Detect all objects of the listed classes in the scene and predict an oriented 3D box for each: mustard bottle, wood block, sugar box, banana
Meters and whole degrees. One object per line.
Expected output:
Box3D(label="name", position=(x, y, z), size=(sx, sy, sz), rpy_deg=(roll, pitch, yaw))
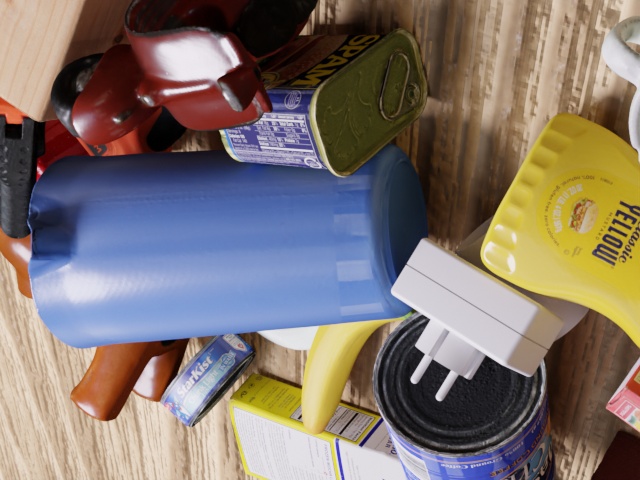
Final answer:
Box3D(label="mustard bottle", position=(0.187, 0.015, 0.555), size=(0.192, 0.096, 0.058), rpy_deg=(29, -178, 19))
Box3D(label="wood block", position=(-0.135, -0.183, 0.614), size=(0.090, 0.090, 0.206), rpy_deg=(34, 115, 15))
Box3D(label="sugar box", position=(0.010, 0.177, 0.885), size=(0.176, 0.048, 0.093), rpy_deg=(13, 130, 30))
Box3D(label="banana", position=(0.020, 0.076, 0.777), size=(0.037, 0.069, 0.198), rpy_deg=(9, 147, -18))

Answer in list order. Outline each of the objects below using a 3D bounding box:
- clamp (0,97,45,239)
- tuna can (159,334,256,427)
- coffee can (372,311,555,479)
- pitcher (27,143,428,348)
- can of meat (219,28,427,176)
Box3D(label="clamp", position=(-0.204, -0.080, 0.722), size=(0.172, 0.039, 0.120), rpy_deg=(135, 129, -66))
Box3D(label="tuna can", position=(-0.093, 0.114, 0.892), size=(0.034, 0.086, 0.086), rpy_deg=(40, 141, 6))
Box3D(label="coffee can", position=(0.095, 0.117, 0.678), size=(0.103, 0.102, 0.140), rpy_deg=(23, 154, 27))
Box3D(label="pitcher", position=(-0.055, 0.001, 0.703), size=(0.243, 0.149, 0.145), rpy_deg=(-3, 129, 21))
Box3D(label="can of meat", position=(0.000, -0.083, 0.630), size=(0.084, 0.102, 0.057), rpy_deg=(8, 128, 40))
